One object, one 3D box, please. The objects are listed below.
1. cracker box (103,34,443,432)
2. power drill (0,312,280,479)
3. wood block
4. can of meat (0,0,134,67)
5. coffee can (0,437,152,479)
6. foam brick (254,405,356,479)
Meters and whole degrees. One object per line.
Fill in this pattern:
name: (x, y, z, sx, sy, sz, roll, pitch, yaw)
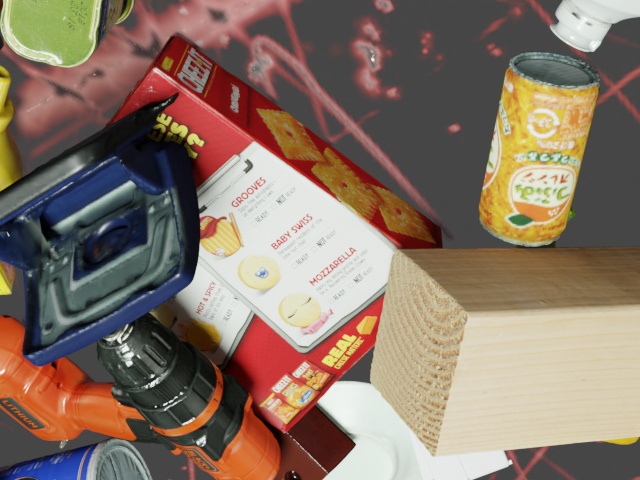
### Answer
cracker box: (-0.054, 0.001, 0.674, 0.213, 0.072, 0.164, 35, 116, -15)
power drill: (-0.134, 0.095, 0.681, 0.188, 0.057, 0.184, 7, 146, 33)
wood block: (0.145, 0.060, 0.635, 0.205, 0.090, 0.091, -1, 113, -23)
can of meat: (-0.133, -0.154, 0.581, 0.057, 0.084, 0.102, 14, 120, -4)
coffee can: (-0.203, 0.211, 0.789, 0.140, 0.102, 0.103, -16, 118, 13)
foam brick: (-0.026, 0.142, 0.751, 0.078, 0.051, 0.053, 43, 116, 6)
